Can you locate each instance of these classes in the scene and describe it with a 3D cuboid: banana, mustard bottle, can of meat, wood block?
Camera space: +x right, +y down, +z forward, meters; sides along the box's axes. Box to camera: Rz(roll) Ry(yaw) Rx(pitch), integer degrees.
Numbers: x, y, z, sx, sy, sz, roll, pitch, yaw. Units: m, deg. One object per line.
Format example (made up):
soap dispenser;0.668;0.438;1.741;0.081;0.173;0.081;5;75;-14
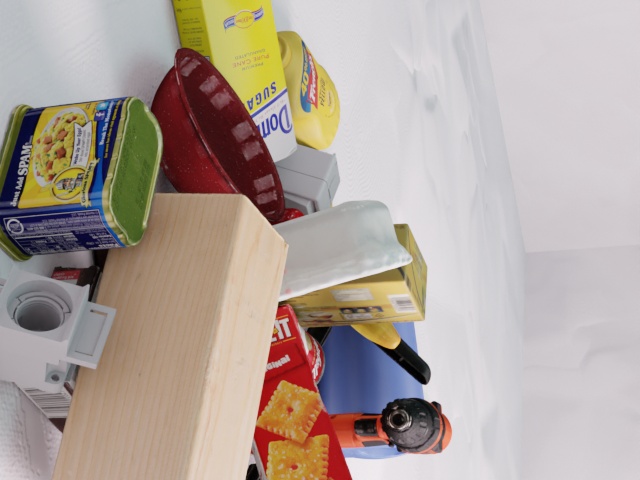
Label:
banana;0.022;0.030;1.139;0.037;0.070;0.198;-29;100;-42
mustard bottle;-0.031;-0.173;1.162;0.191;0.058;0.096;42;48;-66
can of meat;-0.153;-0.041;0.674;0.057;0.084;0.102;61;29;-54
wood block;-0.092;0.081;0.683;0.090;0.091;0.206;50;45;-60

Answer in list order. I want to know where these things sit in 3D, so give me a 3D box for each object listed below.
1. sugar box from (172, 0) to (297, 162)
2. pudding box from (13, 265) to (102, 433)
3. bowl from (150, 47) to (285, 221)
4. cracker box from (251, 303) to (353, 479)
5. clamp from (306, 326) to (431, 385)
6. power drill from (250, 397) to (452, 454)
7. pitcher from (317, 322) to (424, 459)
sugar box;-0.077;-0.153;0.979;0.093;0.048;0.176;-29;112;-45
pudding box;-0.153;0.085;0.721;0.113;0.039;0.090;68;25;-49
bowl;-0.093;-0.076;0.880;0.162;0.055;0.162;55;15;-24
cracker box;-0.017;0.183;0.883;0.164;0.072;0.214;87;-15;-61
clamp;0.014;0.081;1.181;0.036;0.164;0.210;104;-30;-60
power drill;0.028;0.183;1.038;0.184;0.188;0.057;44;46;-68
pitcher;0.058;0.137;1.268;0.149;0.144;0.243;-32;-123;59
